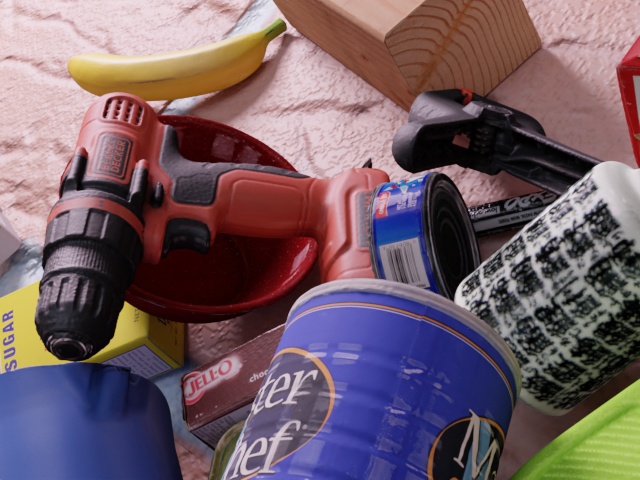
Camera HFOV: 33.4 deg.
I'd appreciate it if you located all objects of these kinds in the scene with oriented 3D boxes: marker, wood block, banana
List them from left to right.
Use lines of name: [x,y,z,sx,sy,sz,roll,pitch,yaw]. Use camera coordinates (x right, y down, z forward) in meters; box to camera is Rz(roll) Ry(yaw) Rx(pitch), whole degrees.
banana: [-0.123,-0.134,0.839,0.198,0.037,0.069,-4,30,20]
wood block: [0.039,-0.170,0.723,0.091,0.090,0.206,-41,42,-3]
marker: [0.122,-0.018,0.590,0.121,0.020,0.020,-13,49,26]

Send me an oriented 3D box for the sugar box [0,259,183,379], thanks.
sugar box: [-0.174,0.067,0.707,0.176,0.048,0.093,-22,45,17]

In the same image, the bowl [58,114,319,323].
bowl: [-0.082,-0.004,0.660,0.162,0.055,0.162,11,46,-12]

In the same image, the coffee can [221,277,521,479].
coffee can: [0.013,0.100,0.411,0.103,0.102,0.140,-5,45,32]

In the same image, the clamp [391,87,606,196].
clamp: [0.081,-0.057,0.581,0.171,0.120,0.039,-124,52,-69]

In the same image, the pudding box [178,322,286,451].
pudding box: [-0.001,0.080,0.542,0.114,0.090,0.039,-26,46,14]

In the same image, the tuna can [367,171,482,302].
tuna can: [0.057,0.007,0.565,0.034,0.086,0.086,-13,49,24]

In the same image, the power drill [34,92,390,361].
power drill: [-0.054,0.001,0.586,0.187,0.057,0.184,12,46,-11]

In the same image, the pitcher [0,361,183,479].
pitcher: [-0.116,0.193,0.515,0.145,0.149,0.243,-22,47,-3]
